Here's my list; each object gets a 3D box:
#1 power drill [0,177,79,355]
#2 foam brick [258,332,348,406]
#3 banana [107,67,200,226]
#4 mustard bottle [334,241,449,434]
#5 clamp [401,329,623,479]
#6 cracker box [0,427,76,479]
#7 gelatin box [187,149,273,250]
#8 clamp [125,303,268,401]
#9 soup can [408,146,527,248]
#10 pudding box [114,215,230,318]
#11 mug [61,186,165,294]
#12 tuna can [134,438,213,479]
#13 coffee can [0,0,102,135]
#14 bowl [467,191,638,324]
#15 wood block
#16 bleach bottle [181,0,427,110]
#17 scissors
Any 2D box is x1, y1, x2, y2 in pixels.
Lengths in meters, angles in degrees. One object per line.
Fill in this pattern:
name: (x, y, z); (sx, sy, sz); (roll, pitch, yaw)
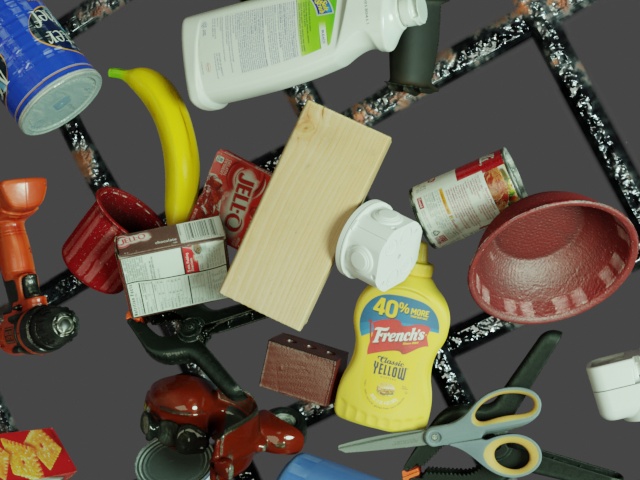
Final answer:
power drill: (-0.315, 0.031, 1.146); (0.185, 0.057, 0.187); (-15, 82, 55)
foam brick: (-0.016, 0.134, 1.108); (0.078, 0.053, 0.051); (15, 97, 14)
banana: (-0.165, -0.107, 1.148); (0.070, 0.037, 0.198); (-23, 85, 34)
mustard bottle: (0.079, 0.093, 1.075); (0.096, 0.058, 0.192); (13, 96, 8)
clamp: (0.184, 0.206, 1.062); (0.210, 0.036, 0.164); (-30, 84, 12)
cracker box: (-0.391, 0.277, 1.141); (0.164, 0.213, 0.072); (-41, 70, 15)
gelatin box: (-0.090, -0.042, 1.131); (0.073, 0.030, 0.089); (27, 100, 13)
clamp: (-0.130, 0.109, 1.126); (0.172, 0.039, 0.120); (1, 51, 19)
soup can: (0.146, -0.040, 1.043); (0.102, 0.068, 0.068); (-23, 87, 17)
pudding box: (-0.150, 0.028, 1.104); (0.113, 0.039, 0.090); (-10, 133, -8)
mug: (-0.213, 0.009, 1.148); (0.117, 0.093, 0.082); (32, 110, -25)
tuna can: (-0.153, 0.246, 1.136); (0.086, 0.086, 0.034); (7, 125, 16)
coffee can: (-0.318, -0.199, 1.150); (0.103, 0.102, 0.140); (-40, 82, 14)
bowl: (0.213, 0.006, 1.007); (0.162, 0.162, 0.055); (-27, 43, 16)
wood block: (-0.014, -0.025, 1.063); (0.091, 0.090, 0.206); (25, 94, 3)
bleach bottle: (-0.015, -0.198, 1.061); (0.251, 0.068, 0.102); (-6, 91, 26)
scissors: (0.126, 0.206, 1.043); (0.202, 0.016, 0.096); (-24, 88, 8)
